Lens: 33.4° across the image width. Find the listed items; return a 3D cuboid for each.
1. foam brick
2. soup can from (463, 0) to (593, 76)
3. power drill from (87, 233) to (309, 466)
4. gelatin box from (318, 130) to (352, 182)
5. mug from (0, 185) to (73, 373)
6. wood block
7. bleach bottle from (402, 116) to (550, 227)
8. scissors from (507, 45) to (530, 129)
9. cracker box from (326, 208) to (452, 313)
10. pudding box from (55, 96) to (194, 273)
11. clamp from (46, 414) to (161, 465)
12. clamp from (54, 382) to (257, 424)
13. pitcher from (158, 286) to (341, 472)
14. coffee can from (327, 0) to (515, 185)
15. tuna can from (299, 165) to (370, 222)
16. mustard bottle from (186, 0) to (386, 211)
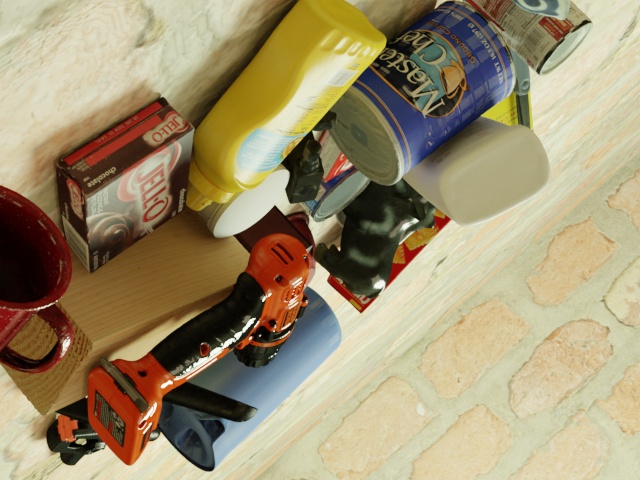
[{"bbox_3d":[-0.057,0.001,0.997,0.051,0.078,0.053,-36,166,-31],"label":"foam brick"},{"bbox_3d":[0.189,-0.208,0.972,0.068,0.102,0.068,-39,166,-12],"label":"soup can"},{"bbox_3d":[-0.092,0.090,0.828,0.187,0.057,0.185,-39,162,-28],"label":"power drill"},{"bbox_3d":[0.034,-0.103,1.027,0.073,0.030,0.089,-32,163,-36],"label":"gelatin box"},{"bbox_3d":[-0.197,0.033,0.627,0.082,0.117,0.093,-44,-170,31],"label":"mug"},{"bbox_3d":[-0.152,0.046,0.840,0.090,0.091,0.205,-51,164,31],"label":"wood block"},{"bbox_3d":[0.122,-0.088,1.021,0.102,0.068,0.251,-28,-159,-2],"label":"bleach bottle"},{"bbox_3d":[0.192,-0.165,1.091,0.096,0.016,0.202,-13,117,-35],"label":"scissors"},{"bbox_3d":[0.114,-0.023,1.369,0.214,0.072,0.164,-47,179,23],"label":"cracker box"},{"bbox_3d":[-0.135,-0.037,0.737,0.090,0.039,0.114,-36,166,-25],"label":"pudding box"},{"bbox_3d":[-0.242,0.213,1.175,0.120,0.039,0.171,-20,165,-8],"label":"clamp"},{"bbox_3d":[-0.158,0.122,0.967,0.210,0.164,0.036,-28,150,9],"label":"clamp"},{"bbox_3d":[-0.097,0.157,1.313,0.242,0.149,0.145,-38,152,-29],"label":"pitcher"},{"bbox_3d":[0.084,-0.129,0.926,0.140,0.103,0.103,-37,166,-18],"label":"coffee can"},{"bbox_3d":[0.015,-0.060,1.103,0.086,0.034,0.086,-39,167,-11],"label":"tuna can"},{"bbox_3d":[-0.039,-0.093,0.786,0.192,0.058,0.096,-47,164,22],"label":"mustard bottle"}]
